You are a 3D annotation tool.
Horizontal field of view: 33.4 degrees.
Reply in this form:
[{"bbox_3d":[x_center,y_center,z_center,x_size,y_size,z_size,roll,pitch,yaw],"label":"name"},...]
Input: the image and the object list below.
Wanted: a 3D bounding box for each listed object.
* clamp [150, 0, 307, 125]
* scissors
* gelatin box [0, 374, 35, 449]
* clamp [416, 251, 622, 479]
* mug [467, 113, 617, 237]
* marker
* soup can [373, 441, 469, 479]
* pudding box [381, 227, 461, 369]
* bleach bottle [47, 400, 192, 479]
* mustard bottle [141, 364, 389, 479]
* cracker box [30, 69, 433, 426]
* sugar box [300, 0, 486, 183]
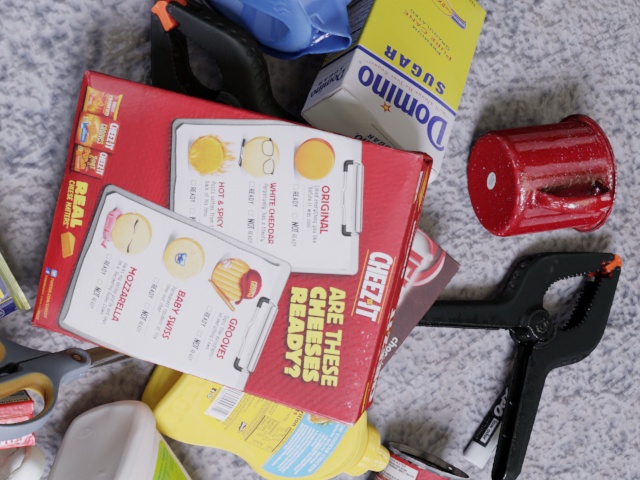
[{"bbox_3d":[-0.065,-0.078,0.708,0.120,0.039,0.171,-34,98,22],"label":"clamp"},{"bbox_3d":[-0.171,0.067,0.657,0.096,0.201,0.016,33,109,5],"label":"scissors"},{"bbox_3d":[-0.218,0.104,0.648,0.073,0.089,0.030,-5,102,-26],"label":"gelatin box"},{"bbox_3d":[0.170,0.082,0.854,0.209,0.036,0.164,-28,92,-23],"label":"clamp"},{"bbox_3d":[0.170,-0.043,0.805,0.081,0.117,0.093,-8,115,-20],"label":"mug"},{"bbox_3d":[0.158,0.132,0.882,0.020,0.020,0.121,38,81,-27],"label":"marker"},{"bbox_3d":[0.064,0.216,0.822,0.068,0.069,0.102,23,89,-28],"label":"soup can"},{"bbox_3d":[0.033,0.032,0.778,0.090,0.039,0.113,40,81,-8],"label":"pudding box"},{"bbox_3d":[-0.093,0.228,0.737,0.068,0.102,0.250,-15,127,21],"label":"bleach bottle"},{"bbox_3d":[-0.025,0.124,0.765,0.191,0.058,0.096,31,97,-28],"label":"mustard bottle"},{"bbox_3d":[-0.054,0.001,0.655,0.214,0.072,0.164,15,97,12],"label":"cracker box"},{"bbox_3d":[0.055,-0.123,0.722,0.093,0.048,0.176,40,46,-24],"label":"sugar box"}]
